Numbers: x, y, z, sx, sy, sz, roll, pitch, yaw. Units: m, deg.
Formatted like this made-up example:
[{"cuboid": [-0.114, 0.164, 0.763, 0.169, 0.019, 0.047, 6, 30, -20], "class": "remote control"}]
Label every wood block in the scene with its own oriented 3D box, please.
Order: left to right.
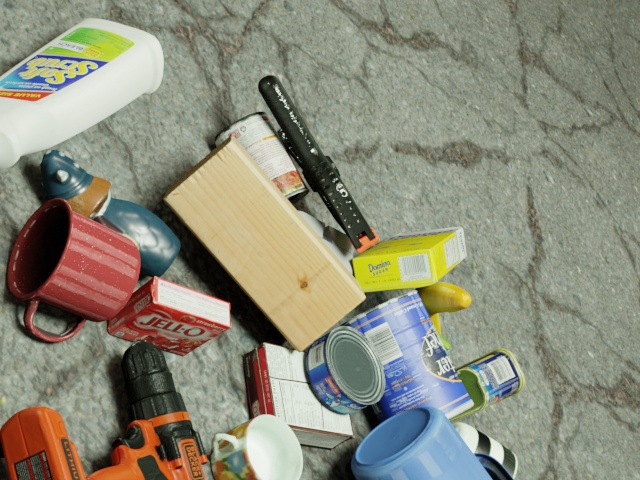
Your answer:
[{"cuboid": [-0.057, 0.002, 1.088, 0.206, 0.091, 0.090, 50, 3, -10], "class": "wood block"}]

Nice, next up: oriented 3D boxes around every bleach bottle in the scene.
[{"cuboid": [-0.250, -0.128, 0.990, 0.103, 0.068, 0.250, 19, 37, 14], "class": "bleach bottle"}]

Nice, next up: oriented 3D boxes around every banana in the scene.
[{"cuboid": [0.134, 0.079, 1.242, 0.070, 0.198, 0.037, 26, 73, 9], "class": "banana"}]

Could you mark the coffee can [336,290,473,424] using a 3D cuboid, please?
[{"cuboid": [0.091, 0.139, 1.172, 0.102, 0.103, 0.140, -14, 75, -52], "class": "coffee can"}]

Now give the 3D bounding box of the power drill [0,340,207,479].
[{"cuboid": [-0.169, 0.169, 0.871, 0.187, 0.057, 0.184, 8, 57, -58], "class": "power drill"}]

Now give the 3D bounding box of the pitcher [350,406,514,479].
[{"cuboid": [0.141, 0.284, 1.076, 0.243, 0.145, 0.149, 57, 1, -11], "class": "pitcher"}]

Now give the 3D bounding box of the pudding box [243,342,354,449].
[{"cuboid": [-0.022, 0.159, 1.084, 0.113, 0.039, 0.090, 17, 51, -39], "class": "pudding box"}]

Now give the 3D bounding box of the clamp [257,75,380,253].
[{"cuboid": [-0.002, -0.076, 1.200, 0.210, 0.036, 0.164, 57, -2, 9], "class": "clamp"}]

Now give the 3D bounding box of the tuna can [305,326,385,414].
[{"cuboid": [0.025, 0.133, 1.092, 0.086, 0.034, 0.086, 30, 43, -33], "class": "tuna can"}]

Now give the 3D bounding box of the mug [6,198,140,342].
[{"cuboid": [-0.215, 0.033, 0.925, 0.081, 0.093, 0.117, 29, 76, -39], "class": "mug"}]

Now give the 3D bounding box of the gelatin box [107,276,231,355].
[{"cuboid": [-0.139, 0.072, 0.984, 0.089, 0.073, 0.030, 22, 49, -38], "class": "gelatin box"}]

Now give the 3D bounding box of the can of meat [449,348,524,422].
[{"cuboid": [0.172, 0.173, 1.242, 0.083, 0.102, 0.057, -13, 75, -50], "class": "can of meat"}]

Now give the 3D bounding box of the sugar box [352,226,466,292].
[{"cuboid": [0.107, 0.019, 1.245, 0.176, 0.093, 0.048, -32, 114, -69], "class": "sugar box"}]

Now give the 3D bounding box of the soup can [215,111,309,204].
[{"cuboid": [-0.066, -0.083, 1.184, 0.068, 0.069, 0.102, -21, 80, -53], "class": "soup can"}]
